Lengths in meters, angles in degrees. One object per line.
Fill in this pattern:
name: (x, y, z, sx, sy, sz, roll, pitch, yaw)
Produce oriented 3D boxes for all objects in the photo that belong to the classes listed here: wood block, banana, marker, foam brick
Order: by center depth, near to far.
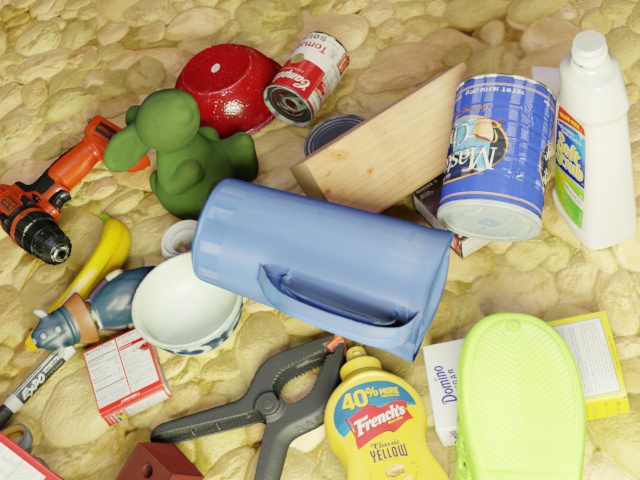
foam brick: (-0.158, 0.236, 1.000, 0.053, 0.051, 0.078, 35, 97, 36)
marker: (-0.313, 0.158, 1.152, 0.020, 0.020, 0.121, 27, 65, 33)
wood block: (0.082, -0.099, 1.163, 0.206, 0.090, 0.091, -33, 7, -10)
banana: (-0.265, 0.045, 1.218, 0.070, 0.037, 0.197, -15, 39, 45)

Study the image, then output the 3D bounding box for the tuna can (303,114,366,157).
tuna can: (0.026, -0.105, 1.242, 0.086, 0.033, 0.086, -9, 51, 11)

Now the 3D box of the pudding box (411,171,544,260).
pudding box: (0.169, -0.043, 1.145, 0.113, 0.039, 0.090, -33, 52, -9)

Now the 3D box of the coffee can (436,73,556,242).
coffee can: (0.177, -0.081, 1.067, 0.103, 0.102, 0.140, 4, 72, 20)

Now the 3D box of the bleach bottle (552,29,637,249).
bleach bottle: (0.259, -0.103, 1.024, 0.068, 0.251, 0.102, -22, 49, 0)

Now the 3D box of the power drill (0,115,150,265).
power drill: (-0.300, -0.062, 1.286, 0.187, 0.057, 0.185, -41, 45, -17)

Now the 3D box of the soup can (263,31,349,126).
soup can: (-0.016, -0.198, 1.308, 0.069, 0.068, 0.102, 17, 59, 28)

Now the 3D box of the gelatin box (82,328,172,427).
gelatin box: (-0.204, 0.141, 1.123, 0.073, 0.030, 0.089, -26, 49, -2)

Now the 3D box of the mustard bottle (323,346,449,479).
mustard bottle: (0.055, 0.179, 0.989, 0.096, 0.058, 0.192, -12, 50, -5)

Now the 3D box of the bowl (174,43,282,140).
bowl: (-0.123, -0.198, 1.351, 0.162, 0.055, 0.162, -9, 50, 11)

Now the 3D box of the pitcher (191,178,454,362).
pitcher: (-0.001, 0.025, 1.038, 0.243, 0.149, 0.145, 17, 74, 10)

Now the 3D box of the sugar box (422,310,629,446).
sugar box: (0.190, 0.130, 0.998, 0.176, 0.048, 0.093, -13, 53, 11)

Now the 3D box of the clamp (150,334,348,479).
clamp: (-0.044, 0.177, 1.039, 0.210, 0.036, 0.165, -38, 52, -13)
